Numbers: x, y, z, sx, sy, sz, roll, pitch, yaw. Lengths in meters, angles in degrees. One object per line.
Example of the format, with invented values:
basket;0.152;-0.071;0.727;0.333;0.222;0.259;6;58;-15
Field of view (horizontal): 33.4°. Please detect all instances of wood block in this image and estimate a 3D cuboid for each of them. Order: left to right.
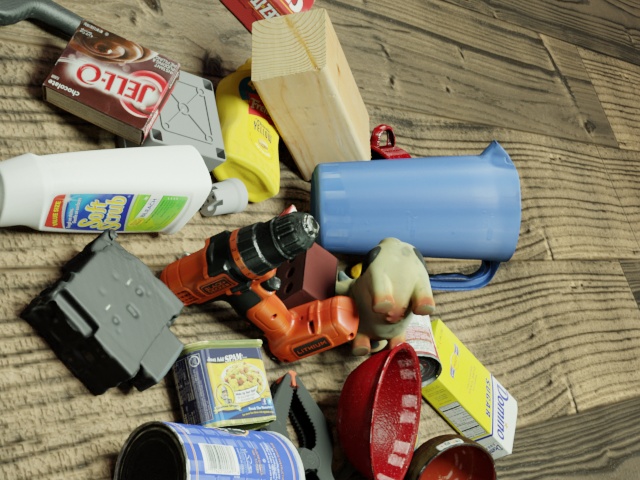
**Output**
wood block;-0.007;-0.169;1.276;0.206;0.090;0.091;61;24;-56

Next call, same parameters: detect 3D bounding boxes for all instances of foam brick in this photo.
foam brick;-0.017;0.049;1.218;0.051;0.053;0.078;36;41;-31

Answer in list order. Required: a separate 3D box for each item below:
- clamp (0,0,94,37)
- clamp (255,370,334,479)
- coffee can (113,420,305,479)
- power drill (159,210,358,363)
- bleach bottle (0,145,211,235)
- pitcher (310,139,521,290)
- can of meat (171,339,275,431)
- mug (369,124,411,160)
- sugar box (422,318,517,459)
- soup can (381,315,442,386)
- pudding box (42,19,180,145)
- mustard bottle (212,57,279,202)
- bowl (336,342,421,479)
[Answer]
clamp;-0.304;-0.248;1.089;0.171;0.039;0.120;-28;84;-49
clamp;-0.012;0.238;1.099;0.164;0.036;0.210;21;48;-34
coffee can;-0.098;0.218;0.954;0.140;0.103;0.103;16;54;-45
power drill;-0.042;0.049;1.092;0.187;0.185;0.057;41;39;-40
bleach bottle;-0.227;-0.043;1.002;0.250;0.103;0.068;-7;63;-46
pitcher;0.111;-0.029;1.287;0.242;0.145;0.149;-1;66;-5
can of meat;-0.095;0.146;1.050;0.101;0.058;0.084;4;65;-49
mug;0.076;-0.094;1.392;0.081;0.093;0.117;-16;114;-59
sugar box;0.184;0.193;1.369;0.176;0.048;0.093;44;38;-20
soup can;0.105;0.119;1.292;0.068;0.069;0.102;30;35;-35
pudding box;-0.211;-0.160;1.082;0.113;0.039;0.090;23;62;-1
mustard bottle;-0.085;-0.144;1.265;0.096;0.058;0.191;39;39;-39
bowl;0.059;0.187;1.152;0.162;0.055;0.162;4;90;-67
